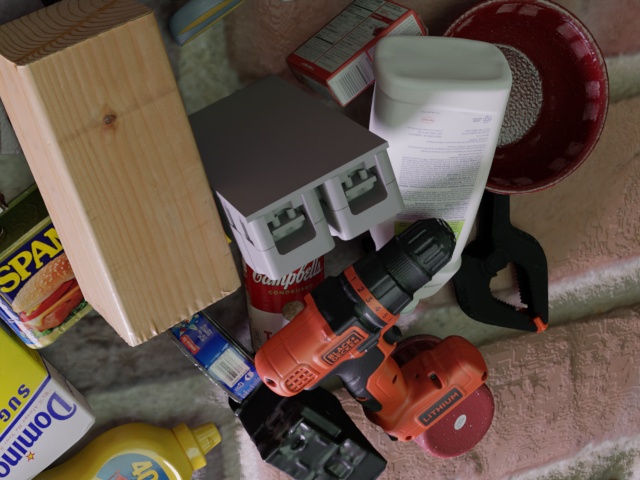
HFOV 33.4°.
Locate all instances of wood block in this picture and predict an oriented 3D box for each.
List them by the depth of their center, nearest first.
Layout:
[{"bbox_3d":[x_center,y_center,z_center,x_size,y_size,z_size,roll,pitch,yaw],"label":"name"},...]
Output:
[{"bbox_3d":[-0.134,-0.048,0.702,0.090,0.090,0.206,-29,124,-22],"label":"wood block"}]

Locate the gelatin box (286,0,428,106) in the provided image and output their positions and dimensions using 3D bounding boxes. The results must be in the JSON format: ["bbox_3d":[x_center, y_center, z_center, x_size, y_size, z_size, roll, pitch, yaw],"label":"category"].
[{"bbox_3d":[0.028,-0.147,0.817,0.089,0.073,0.030,-40,124,-7],"label":"gelatin box"}]

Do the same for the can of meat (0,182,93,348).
[{"bbox_3d":[-0.202,0.016,0.778,0.102,0.058,0.084,-41,126,-13],"label":"can of meat"}]

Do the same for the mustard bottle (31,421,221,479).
[{"bbox_3d":[-0.169,0.205,0.881,0.191,0.058,0.096,-29,119,-14],"label":"mustard bottle"}]

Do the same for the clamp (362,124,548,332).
[{"bbox_3d":[0.140,0.017,0.969,0.164,0.036,0.210,-36,119,-7],"label":"clamp"}]

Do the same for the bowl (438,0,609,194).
[{"bbox_3d":[0.154,-0.120,0.887,0.162,0.055,0.162,-1,97,-11],"label":"bowl"}]

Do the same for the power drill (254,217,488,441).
[{"bbox_3d":[0.062,0.078,0.857,0.184,0.057,0.187,-39,136,10],"label":"power drill"}]

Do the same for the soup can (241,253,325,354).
[{"bbox_3d":[-0.028,0.042,0.875,0.068,0.069,0.102,-15,118,-21],"label":"soup can"}]

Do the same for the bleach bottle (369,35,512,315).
[{"bbox_3d":[0.074,-0.037,0.835,0.102,0.068,0.251,2,133,-8],"label":"bleach bottle"}]

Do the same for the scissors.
[{"bbox_3d":[-0.031,-0.193,0.730,0.202,0.096,0.016,-33,97,22],"label":"scissors"}]

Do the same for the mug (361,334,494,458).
[{"bbox_3d":[0.095,0.147,0.976,0.117,0.082,0.093,-6,114,-25],"label":"mug"}]

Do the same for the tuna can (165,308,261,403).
[{"bbox_3d":[-0.083,0.089,0.857,0.033,0.086,0.086,-46,124,-5],"label":"tuna can"}]

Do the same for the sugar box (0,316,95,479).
[{"bbox_3d":[-0.257,0.107,0.800,0.093,0.048,0.176,-41,123,-6],"label":"sugar box"}]
